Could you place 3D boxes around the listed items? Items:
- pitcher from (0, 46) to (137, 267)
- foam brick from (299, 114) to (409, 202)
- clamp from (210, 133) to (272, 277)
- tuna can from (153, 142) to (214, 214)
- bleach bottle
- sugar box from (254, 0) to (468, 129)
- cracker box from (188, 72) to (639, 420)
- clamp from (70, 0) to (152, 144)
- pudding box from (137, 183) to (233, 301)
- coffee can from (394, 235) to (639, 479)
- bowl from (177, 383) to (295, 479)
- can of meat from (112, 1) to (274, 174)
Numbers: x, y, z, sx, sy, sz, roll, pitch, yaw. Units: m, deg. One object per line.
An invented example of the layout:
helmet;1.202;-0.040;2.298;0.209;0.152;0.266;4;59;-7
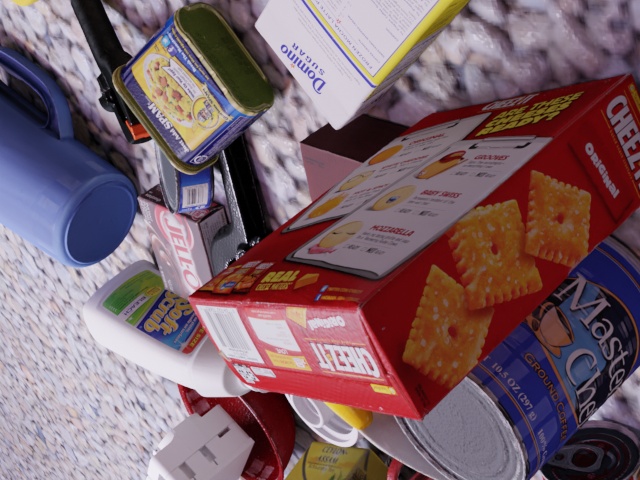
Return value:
pitcher;-0.303;-0.082;1.104;0.243;0.145;0.149;32;156;27
foam brick;0.033;-0.048;0.723;0.078;0.051;0.053;24;138;41
clamp;-0.056;0.001;0.913;0.164;0.036;0.210;51;146;8
tuna can;-0.115;-0.066;0.899;0.086;0.033;0.086;170;90;-73
bleach bottle;-0.126;0.092;1.045;0.251;0.102;0.068;17;137;45
sugar box;0.028;-0.146;0.638;0.093;0.048;0.176;53;154;2
cracker box;0.058;0.000;0.574;0.164;0.213;0.072;-2;120;56
clamp;-0.171;-0.141;0.896;0.172;0.039;0.120;43;156;54
pudding box;-0.121;0.008;1.009;0.090;0.039;0.113;23;138;41
coffee can;0.121;0.068;0.628;0.103;0.140;0.103;35;145;29
bowl;-0.077;0.178;1.105;0.162;0.055;0.162;35;145;29
can of meat;-0.094;-0.116;0.805;0.084;0.057;0.102;-36;90;38
